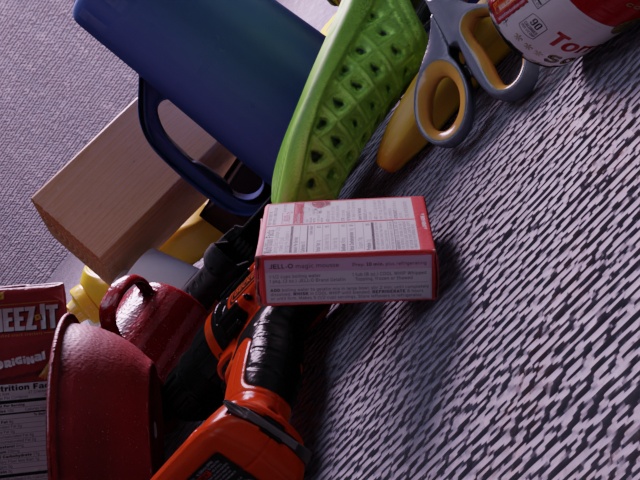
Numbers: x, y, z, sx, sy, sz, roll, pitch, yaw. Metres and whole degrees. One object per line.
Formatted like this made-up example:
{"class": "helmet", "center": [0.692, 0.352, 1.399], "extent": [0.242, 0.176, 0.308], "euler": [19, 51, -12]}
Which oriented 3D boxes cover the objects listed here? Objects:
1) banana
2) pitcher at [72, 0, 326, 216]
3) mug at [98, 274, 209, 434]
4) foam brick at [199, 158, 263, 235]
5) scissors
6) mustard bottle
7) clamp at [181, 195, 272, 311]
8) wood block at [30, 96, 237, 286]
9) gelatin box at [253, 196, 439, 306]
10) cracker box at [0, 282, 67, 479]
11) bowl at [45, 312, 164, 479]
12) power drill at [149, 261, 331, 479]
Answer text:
{"class": "banana", "center": [0.099, -0.117, 0.645], "extent": [0.198, 0.037, 0.069], "euler": [-41, 18, 41]}
{"class": "pitcher", "center": [-0.083, -0.144, 0.879], "extent": [0.145, 0.242, 0.149], "euler": [-36, 21, 56]}
{"class": "mug", "center": [-0.132, 0.076, 0.790], "extent": [0.093, 0.117, 0.081], "euler": [2, 39, 26]}
{"class": "foam brick", "center": [-0.064, -0.043, 0.972], "extent": [0.078, 0.051, 0.053], "euler": [-60, 14, -25]}
{"class": "scissors", "center": [0.066, -0.132, 0.653], "extent": [0.096, 0.016, 0.202], "euler": [-57, 40, 22]}
{"class": "mustard bottle", "center": [-0.174, 0.020, 1.050], "extent": [0.191, 0.058, 0.096], "euler": [-39, 32, -9]}
{"class": "clamp", "center": [-0.056, 0.001, 0.840], "extent": [0.164, 0.036, 0.210], "euler": [-45, -1, -29]}
{"class": "wood block", "center": [-0.155, -0.066, 0.989], "extent": [0.206, 0.091, 0.090], "euler": [-47, -14, -17]}
{"class": "gelatin box", "center": [0.012, 0.005, 0.541], "extent": [0.073, 0.089, 0.030], "euler": [-88, -5, -67]}
{"class": "cracker box", "center": [-0.218, 0.139, 0.766], "extent": [0.164, 0.072, 0.214], "euler": [171, 95, -71]}
{"class": "bowl", "center": [-0.132, 0.125, 0.684], "extent": [0.162, 0.055, 0.162], "euler": [176, 90, -87]}
{"class": "power drill", "center": [-0.051, 0.088, 0.598], "extent": [0.185, 0.057, 0.187], "euler": [-49, 15, 31]}
